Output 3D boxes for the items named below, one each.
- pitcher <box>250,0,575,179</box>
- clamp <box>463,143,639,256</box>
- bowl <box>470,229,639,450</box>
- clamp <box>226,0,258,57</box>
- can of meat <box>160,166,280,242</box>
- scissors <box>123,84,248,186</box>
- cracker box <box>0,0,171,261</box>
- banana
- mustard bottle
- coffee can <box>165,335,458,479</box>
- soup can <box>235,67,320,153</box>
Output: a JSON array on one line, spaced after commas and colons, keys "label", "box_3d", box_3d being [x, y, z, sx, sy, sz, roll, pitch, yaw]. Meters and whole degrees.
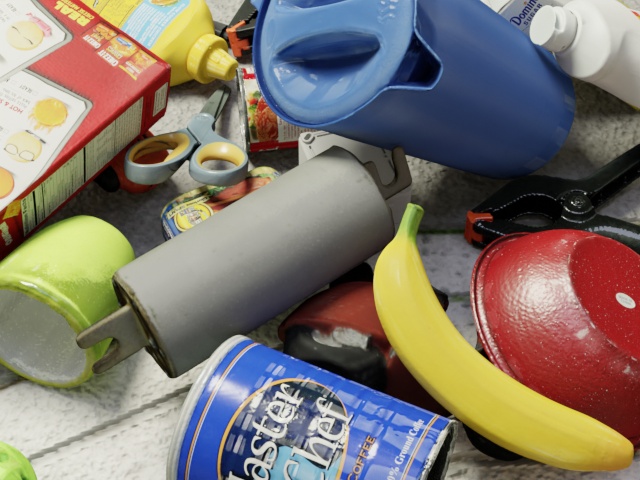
[{"label": "pitcher", "box_3d": [0.071, -0.123, 0.756, 0.145, 0.242, 0.149, -24, 66, 35]}, {"label": "clamp", "box_3d": [0.196, -0.011, 0.785, 0.171, 0.039, 0.120, -15, 46, -5]}, {"label": "bowl", "box_3d": [0.175, 0.049, 0.673, 0.162, 0.055, 0.162, 19, 48, -23]}, {"label": "clamp", "box_3d": [0.008, -0.224, 0.959, 0.165, 0.036, 0.209, 23, 53, 38]}, {"label": "can of meat", "box_3d": [-0.055, 0.001, 0.762, 0.102, 0.057, 0.084, -19, 49, -17]}, {"label": "scissors", "box_3d": [-0.076, -0.081, 0.815, 0.096, 0.016, 0.201, 15, 29, 18]}, {"label": "cracker box", "box_3d": [-0.234, -0.087, 0.739, 0.164, 0.072, 0.213, 37, 61, 11]}, {"label": "banana", "box_3d": [0.091, 0.069, 0.619, 0.070, 0.037, 0.198, -42, 75, 9]}, {"label": "mustard bottle", "box_3d": [-0.149, -0.184, 0.919, 0.192, 0.058, 0.096, 30, 70, 23]}, {"label": "coffee can", "box_3d": [-0.004, 0.127, 0.620, 0.140, 0.103, 0.102, 20, 52, 16]}, {"label": "soup can", "box_3d": [-0.013, -0.108, 0.849, 0.102, 0.068, 0.068, -6, 49, -6]}]
